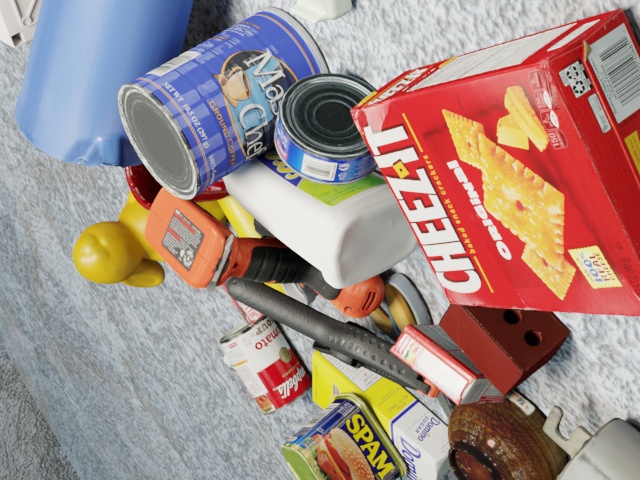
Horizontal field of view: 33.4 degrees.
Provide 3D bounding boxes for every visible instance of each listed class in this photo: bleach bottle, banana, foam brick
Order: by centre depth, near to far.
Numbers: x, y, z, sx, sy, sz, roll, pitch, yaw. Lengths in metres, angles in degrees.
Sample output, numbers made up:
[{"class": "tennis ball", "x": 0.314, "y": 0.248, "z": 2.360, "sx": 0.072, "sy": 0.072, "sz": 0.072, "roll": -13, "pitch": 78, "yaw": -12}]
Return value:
[{"class": "foam brick", "x": 0.137, "y": 0.067, "z": 0.803, "sx": 0.078, "sy": 0.053, "sz": 0.051, "roll": 47, "pitch": 154, "yaw": 16}, {"class": "bleach bottle", "x": -0.034, "y": -0.050, "z": 0.904, "sx": 0.251, "sy": 0.102, "sz": 0.068, "roll": 32, "pitch": 131, "yaw": 40}, {"class": "banana", "x": -0.064, "y": 0.003, "z": 1.099, "sx": 0.070, "sy": 0.037, "sz": 0.198, "roll": 4, "pitch": 124, "yaw": 59}]

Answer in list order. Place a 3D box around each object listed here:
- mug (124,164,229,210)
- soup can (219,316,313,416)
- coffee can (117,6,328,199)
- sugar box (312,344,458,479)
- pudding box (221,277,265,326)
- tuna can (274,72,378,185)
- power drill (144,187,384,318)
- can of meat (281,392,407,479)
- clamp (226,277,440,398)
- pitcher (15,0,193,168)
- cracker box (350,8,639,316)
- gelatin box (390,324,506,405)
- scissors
[{"class": "mug", "x": -0.124, "y": -0.073, "z": 1.032, "sx": 0.117, "sy": 0.081, "sz": 0.093, "roll": 25, "pitch": 112, "yaw": 42}, {"class": "soup can", "x": -0.063, "y": 0.141, "z": 1.229, "sx": 0.102, "sy": 0.068, "sz": 0.069, "roll": 59, "pitch": 155, "yaw": -5}, {"class": "coffee can", "x": -0.076, "y": -0.111, "z": 0.858, "sx": 0.103, "sy": 0.140, "sz": 0.103, "roll": 41, "pitch": 151, "yaw": 28}, {"class": "sugar box", "x": 0.065, "y": 0.182, "z": 1.080, "sx": 0.176, "sy": 0.048, "sz": 0.093, "roll": 41, "pitch": 151, "yaw": 30}, {"class": "pudding box", "x": -0.087, "y": 0.042, "z": 1.143, "sx": 0.090, "sy": 0.039, "sz": 0.113, "roll": 57, "pitch": 179, "yaw": -3}, {"class": "tuna can", "x": 0.009, "y": -0.085, "z": 0.806, "sx": 0.086, "sy": 0.086, "sz": 0.034, "roll": 45, "pitch": 152, "yaw": 21}, {"class": "power drill", "x": -0.056, "y": 0.001, "z": 0.939, "sx": 0.185, "sy": 0.187, "sz": 0.057, "roll": 37, "pitch": 110, "yaw": 46}, {"class": "can of meat", "x": 0.021, "y": 0.215, "z": 1.044, "sx": 0.102, "sy": 0.083, "sz": 0.058, "roll": 57, "pitch": 153, "yaw": -7}, {"class": "clamp", "x": 0.030, "y": 0.097, "z": 0.974, "sx": 0.210, "sy": 0.036, "sz": 0.164, "roll": 21, "pitch": 170, "yaw": 33}, {"class": "pitcher", "x": -0.174, "y": -0.195, "z": 0.894, "sx": 0.149, "sy": 0.144, "sz": 0.243, "roll": 31, "pitch": 128, "yaw": 10}, {"class": "cracker box", "x": 0.127, "y": -0.038, "z": 0.672, "sx": 0.214, "sy": 0.072, "sz": 0.164, "roll": -2, "pitch": 118, "yaw": 62}, {"class": "gelatin box", "x": 0.109, "y": 0.099, "z": 0.860, "sx": 0.073, "sy": 0.089, "sz": 0.030, "roll": 38, "pitch": 105, "yaw": 30}, {"class": "scissors", "x": 0.086, "y": 0.110, "z": 0.991, "sx": 0.096, "sy": 0.016, "sz": 0.201, "roll": 24, "pitch": 141, "yaw": 50}]
